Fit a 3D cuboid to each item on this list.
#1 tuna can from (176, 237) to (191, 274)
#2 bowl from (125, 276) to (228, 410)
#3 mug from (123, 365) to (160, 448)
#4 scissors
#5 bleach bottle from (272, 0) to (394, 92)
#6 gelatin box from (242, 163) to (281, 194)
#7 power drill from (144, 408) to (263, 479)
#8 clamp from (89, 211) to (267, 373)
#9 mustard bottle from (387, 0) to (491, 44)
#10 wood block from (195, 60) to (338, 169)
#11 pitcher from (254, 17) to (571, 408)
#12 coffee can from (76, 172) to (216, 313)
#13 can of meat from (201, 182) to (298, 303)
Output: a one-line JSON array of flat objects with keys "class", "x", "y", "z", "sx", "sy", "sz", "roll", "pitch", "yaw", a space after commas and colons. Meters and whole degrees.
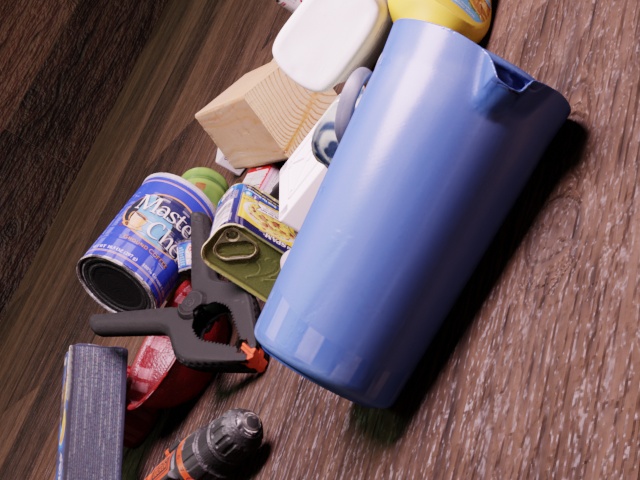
[{"class": "tuna can", "x": -0.112, "y": 0.015, "z": 1.150, "sx": 0.086, "sy": 0.086, "sz": 0.034, "roll": -18, "pitch": 77, "yaw": 63}, {"class": "bowl", "x": -0.144, "y": 0.117, "z": 1.127, "sx": 0.162, "sy": 0.055, "sz": 0.162, "roll": -50, "pitch": 20, "yaw": 26}, {"class": "mug", "x": -0.235, "y": 0.192, "z": 1.203, "sx": 0.117, "sy": 0.081, "sz": 0.093, "roll": -58, "pitch": 18, "yaw": 0}, {"class": "scissors", "x": 0.019, "y": -0.048, "z": 0.792, "sx": 0.096, "sy": 0.016, "sz": 0.202, "roll": -10, "pitch": -58, "yaw": -65}, {"class": "bleach bottle", "x": 0.038, "y": -0.195, "z": 1.021, "sx": 0.103, "sy": 0.068, "sz": 0.250, "roll": -51, "pitch": -6, "yaw": 17}, {"class": "gelatin box", "x": -0.079, "y": -0.043, "z": 1.252, "sx": 0.089, "sy": 0.030, "sz": 0.073, "roll": -63, "pitch": 20, "yaw": -14}, {"class": "power drill", "x": -0.115, "y": 0.240, "z": 0.862, "sx": 0.185, "sy": 0.057, "sz": 0.187, "roll": -47, "pitch": 19, "yaw": 41}, {"class": "clamp", "x": -0.128, "y": 0.074, "z": 1.032, "sx": 0.164, "sy": 0.036, "sz": 0.210, "roll": -43, "pitch": 46, "yaw": -5}, {"class": "mustard bottle", "x": 0.108, "y": -0.217, "z": 0.939, "sx": 0.058, "sy": 0.096, "sz": 0.191, "roll": -37, "pitch": 28, "yaw": 48}, {"class": "wood block", "x": -0.062, "y": -0.147, "z": 1.240, "sx": 0.090, "sy": 0.090, "sz": 0.206, "roll": -41, "pitch": 14, "yaw": -16}, {"class": "pitcher", "x": 0.054, "y": -0.016, "z": 0.730, "sx": 0.145, "sy": 0.149, "sz": 0.243, "roll": 28, "pitch": 90, "yaw": 33}, {"class": "coffee can", "x": -0.193, "y": 0.007, "z": 1.203, "sx": 0.103, "sy": 0.102, "sz": 0.140, "roll": -34, "pitch": 18, "yaw": 51}, {"class": "can of meat", "x": -0.057, "y": 0.001, "z": 1.014, "sx": 0.058, "sy": 0.102, "sz": 0.084, "roll": -47, "pitch": 19, "yaw": 29}]
